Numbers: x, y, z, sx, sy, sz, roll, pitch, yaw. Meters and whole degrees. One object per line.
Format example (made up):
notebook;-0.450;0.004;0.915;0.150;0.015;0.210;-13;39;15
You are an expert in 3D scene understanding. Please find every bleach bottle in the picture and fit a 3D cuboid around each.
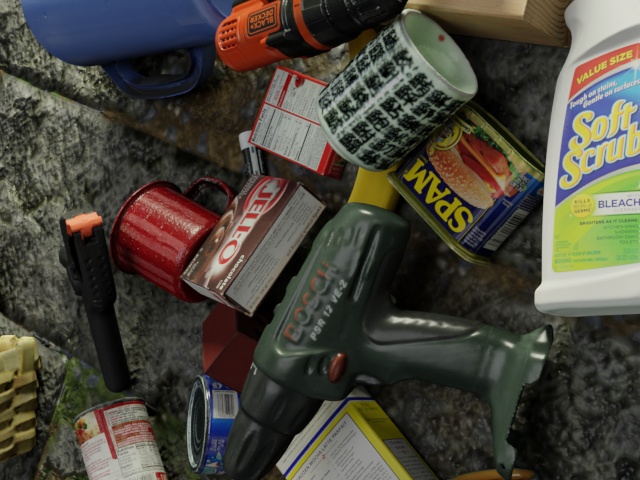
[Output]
bleach bottle;0.198;-0.076;0.739;0.103;0.068;0.251;-6;79;33

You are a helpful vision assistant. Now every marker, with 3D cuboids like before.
marker;-0.054;-0.038;0.943;0.020;0.020;0.121;-20;73;33

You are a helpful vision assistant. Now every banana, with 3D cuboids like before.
banana;0.037;-0.073;0.857;0.070;0.037;0.198;13;98;9

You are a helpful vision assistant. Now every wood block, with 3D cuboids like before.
wood block;0.092;-0.211;0.815;0.206;0.090;0.091;15;93;36

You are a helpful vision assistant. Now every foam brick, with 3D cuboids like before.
foam brick;-0.064;0.083;0.893;0.051;0.053;0.078;-50;24;20

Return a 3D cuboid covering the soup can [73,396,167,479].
soup can;-0.179;0.203;0.974;0.069;0.068;0.102;-33;67;28

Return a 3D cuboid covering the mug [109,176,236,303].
mug;-0.119;-0.005;0.951;0.082;0.093;0.117;27;72;30

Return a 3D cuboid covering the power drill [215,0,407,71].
power drill;-0.010;-0.230;0.792;0.185;0.057;0.187;-8;78;44

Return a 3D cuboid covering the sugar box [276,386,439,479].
sugar box;0.021;0.175;0.846;0.093;0.048;0.176;-52;55;19

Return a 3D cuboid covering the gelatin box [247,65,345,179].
gelatin box;-0.011;-0.102;0.912;0.089;0.030;0.073;26;99;32

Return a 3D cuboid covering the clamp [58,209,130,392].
clamp;-0.206;0.043;0.970;0.164;0.036;0.210;65;161;17

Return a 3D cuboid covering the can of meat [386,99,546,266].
can of meat;0.114;-0.046;0.800;0.084;0.057;0.102;-50;59;18

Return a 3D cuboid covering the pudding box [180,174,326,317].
pudding box;-0.056;0.001;0.874;0.113;0.039;0.090;-58;27;-9

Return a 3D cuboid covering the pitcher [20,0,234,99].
pitcher;-0.145;-0.217;0.950;0.243;0.149;0.145;6;79;44

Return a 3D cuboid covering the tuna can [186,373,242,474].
tuna can;-0.090;0.156;0.909;0.086;0.033;0.086;-176;90;-73
